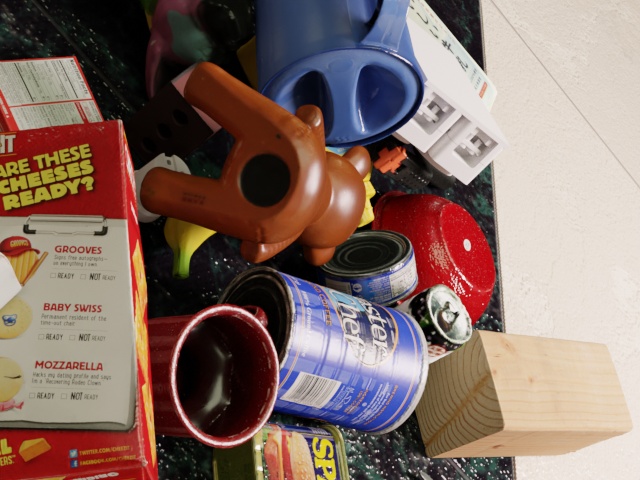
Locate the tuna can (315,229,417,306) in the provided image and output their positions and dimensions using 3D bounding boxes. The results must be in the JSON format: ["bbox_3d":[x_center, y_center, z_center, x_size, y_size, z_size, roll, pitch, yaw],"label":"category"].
[{"bbox_3d":[0.039,0.024,0.910,0.086,0.086,0.034,-47,134,-51],"label":"tuna can"}]

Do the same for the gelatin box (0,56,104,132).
[{"bbox_3d":[-0.205,-0.094,0.778,0.089,0.030,0.073,-16,76,-51],"label":"gelatin box"}]

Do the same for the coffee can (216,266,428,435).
[{"bbox_3d":[-0.002,0.086,0.814,0.140,0.103,0.103,20,52,-38],"label":"coffee can"}]

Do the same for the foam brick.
[{"bbox_3d":[-0.111,-0.096,0.841,0.053,0.078,0.051,49,40,-8],"label":"foam brick"}]

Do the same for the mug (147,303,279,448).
[{"bbox_3d":[-0.082,0.084,0.728,0.117,0.082,0.093,-50,118,-36],"label":"mug"}]

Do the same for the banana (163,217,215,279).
[{"bbox_3d":[-0.063,-0.016,0.874,0.197,0.037,0.069,-15,90,-50],"label":"banana"}]

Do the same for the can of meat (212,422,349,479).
[{"bbox_3d":[-0.028,0.180,0.762,0.083,0.058,0.102,15,56,-38],"label":"can of meat"}]

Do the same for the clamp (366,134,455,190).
[{"bbox_3d":[0.081,-0.091,1.029,0.164,0.036,0.210,49,16,-14],"label":"clamp"}]

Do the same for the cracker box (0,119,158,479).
[{"bbox_3d":[-0.184,0.045,0.613,0.164,0.072,0.214,-7,64,-5],"label":"cracker box"}]

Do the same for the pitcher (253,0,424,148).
[{"bbox_3d":[0.009,-0.212,0.888,0.145,0.149,0.243,49,29,-57],"label":"pitcher"}]

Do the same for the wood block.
[{"bbox_3d":[0.187,0.146,0.986,0.205,0.091,0.090,10,59,-43],"label":"wood block"}]

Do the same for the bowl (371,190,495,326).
[{"bbox_3d":[0.118,0.017,1.010,0.162,0.055,0.162,35,41,-38],"label":"bowl"}]
